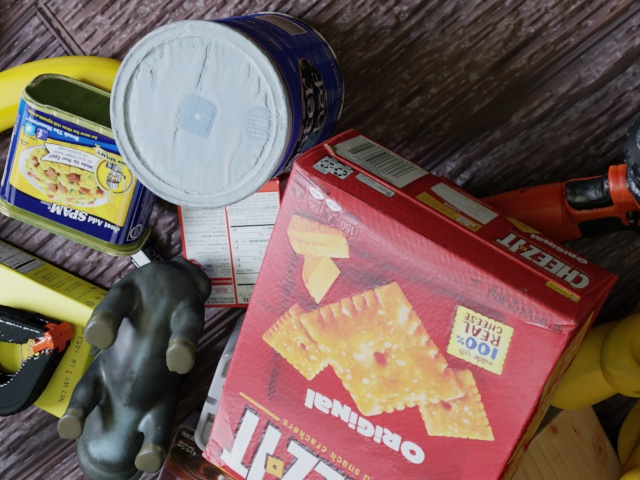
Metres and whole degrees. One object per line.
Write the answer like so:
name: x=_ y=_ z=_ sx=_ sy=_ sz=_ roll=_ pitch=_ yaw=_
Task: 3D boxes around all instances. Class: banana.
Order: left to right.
banana: x=-0.176 y=-0.090 z=0.724 sx=0.198 sy=0.037 sz=0.069 roll=3 pitch=103 yaw=14

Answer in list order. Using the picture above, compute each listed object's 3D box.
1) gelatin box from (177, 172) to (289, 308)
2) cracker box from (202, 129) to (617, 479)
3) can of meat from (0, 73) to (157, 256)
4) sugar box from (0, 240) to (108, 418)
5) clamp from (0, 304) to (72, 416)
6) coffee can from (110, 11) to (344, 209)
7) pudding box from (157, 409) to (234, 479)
gelatin box: x=-0.055 y=0.001 z=0.720 sx=0.073 sy=0.030 sz=0.089 roll=-2 pitch=104 yaw=14
cracker box: x=0.036 y=0.073 z=0.577 sx=0.164 sy=0.072 sz=0.214 roll=32 pitch=123 yaw=20
can of meat: x=-0.151 y=-0.050 z=0.688 sx=0.102 sy=0.057 sz=0.084 roll=21 pitch=119 yaw=-1
sugar box: x=-0.239 y=0.049 z=0.772 sx=0.176 sy=0.048 sz=0.093 roll=23 pitch=108 yaw=7
clamp: x=-0.245 y=0.101 z=0.743 sx=0.172 sy=0.039 sz=0.120 roll=-11 pitch=106 yaw=21
coffee can: x=-0.050 y=-0.083 z=0.639 sx=0.103 sy=0.140 sz=0.103 roll=3 pitch=104 yaw=13
pudding box: x=-0.061 y=0.184 z=0.763 sx=0.113 sy=0.039 sz=0.090 roll=26 pitch=109 yaw=7
